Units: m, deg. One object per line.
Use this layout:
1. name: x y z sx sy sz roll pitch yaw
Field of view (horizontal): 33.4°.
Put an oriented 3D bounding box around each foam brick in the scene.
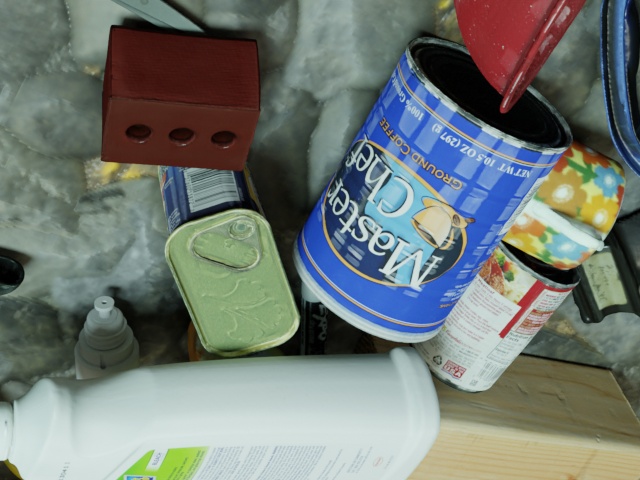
1. foam brick: -0.074 -0.073 0.557 0.078 0.051 0.053 2 144 -15

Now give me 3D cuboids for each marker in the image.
1. marker: -0.004 0.049 0.701 0.020 0.020 0.121 -6 129 -10

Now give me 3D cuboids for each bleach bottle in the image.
1. bleach bottle: -0.065 0.104 0.602 0.250 0.068 0.103 5 138 -23

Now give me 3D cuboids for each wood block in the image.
1. wood block: 0.117 0.137 0.758 0.205 0.090 0.091 12 123 -22

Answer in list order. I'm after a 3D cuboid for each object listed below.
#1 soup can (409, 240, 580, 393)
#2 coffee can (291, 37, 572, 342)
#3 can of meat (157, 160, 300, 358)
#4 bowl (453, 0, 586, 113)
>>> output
1. soup can: 0.111 0.042 0.693 0.068 0.068 0.102 18 122 -26
2. coffee can: 0.059 -0.027 0.602 0.102 0.103 0.140 16 122 -25
3. can of meat: -0.054 0.001 0.607 0.057 0.084 0.102 -17 130 0
4. bowl: 0.111 -0.144 0.516 0.055 0.161 0.162 33 120 7
